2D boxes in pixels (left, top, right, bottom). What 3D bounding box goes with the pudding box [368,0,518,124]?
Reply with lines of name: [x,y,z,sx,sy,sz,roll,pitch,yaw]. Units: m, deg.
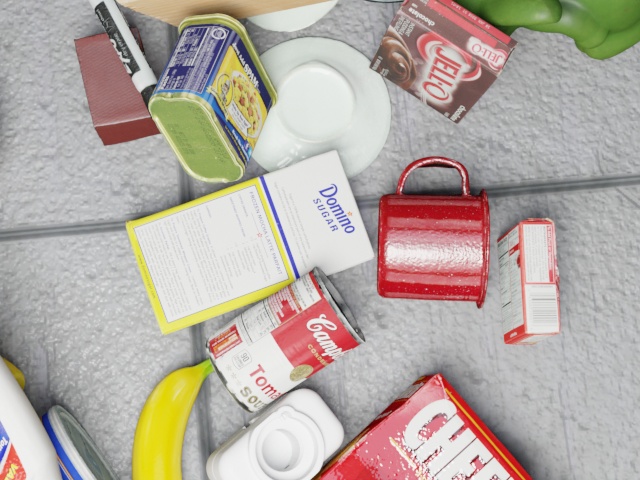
pudding box: [0.094,-0.146,0.839,0.090,0.113,0.039,33,76,0]

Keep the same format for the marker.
marker: [-0.147,-0.144,0.825,0.020,0.020,0.121,-27,81,-7]

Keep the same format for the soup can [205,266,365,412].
soup can: [-0.027,0.075,0.801,0.102,0.068,0.068,-33,82,5]

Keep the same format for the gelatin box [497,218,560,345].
gelatin box: [0.162,0.033,0.831,0.030,0.073,0.089,0,78,-4]

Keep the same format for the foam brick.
foam brick: [-0.161,-0.123,0.858,0.051,0.053,0.078,-14,79,-5]

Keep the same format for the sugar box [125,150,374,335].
sugar box: [-0.055,0.001,0.838,0.176,0.048,0.093,-19,90,-8]

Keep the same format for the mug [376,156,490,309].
mug: [0.085,-0.007,0.825,0.081,0.093,0.117,2,97,2]

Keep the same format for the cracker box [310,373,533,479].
cracker box: [0.058,0.228,0.783,0.213,0.072,0.164,-40,86,-11]

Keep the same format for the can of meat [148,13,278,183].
can of meat: [-0.081,-0.106,0.813,0.058,0.102,0.084,1,54,24]

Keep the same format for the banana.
banana: [-0.108,0.182,0.808,0.069,0.037,0.198,1,79,-3]
